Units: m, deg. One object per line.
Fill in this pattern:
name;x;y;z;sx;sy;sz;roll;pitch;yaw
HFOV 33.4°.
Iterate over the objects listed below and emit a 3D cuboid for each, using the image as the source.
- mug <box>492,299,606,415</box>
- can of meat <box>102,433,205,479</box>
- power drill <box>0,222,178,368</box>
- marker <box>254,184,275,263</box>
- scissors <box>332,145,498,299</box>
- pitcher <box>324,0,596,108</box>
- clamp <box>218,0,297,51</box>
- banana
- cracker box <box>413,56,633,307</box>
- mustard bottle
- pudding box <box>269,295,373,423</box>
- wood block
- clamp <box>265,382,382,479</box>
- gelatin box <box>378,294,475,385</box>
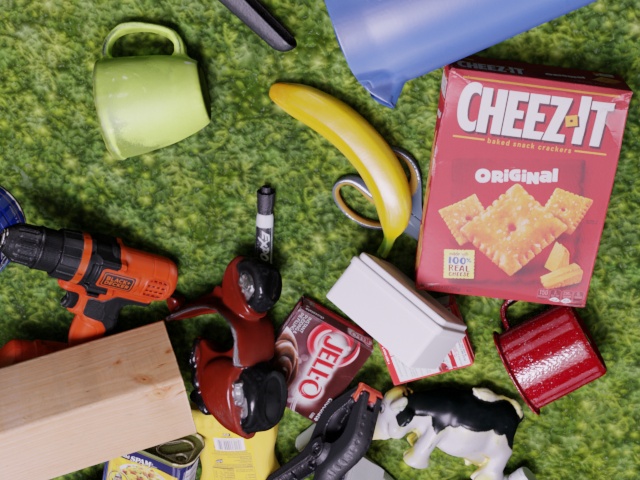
mug;0.223;0.102;1.055;0.081;0.093;0.117;-30;71;14
can of meat;-0.180;0.239;1.134;0.102;0.057;0.084;20;119;12
power drill;-0.260;0.071;1.083;0.184;0.057;0.188;17;122;-29
marker;-0.057;0.001;1.076;0.020;0.020;0.121;6;115;5
scissors;0.110;-0.022;1.045;0.201;0.016;0.096;26;115;-5
pitcher;0.122;-0.230;0.897;0.243;0.145;0.149;-19;123;11
clamp;-0.108;-0.253;0.956;0.210;0.036;0.164;4;114;8
banana;0.030;-0.078;1.004;0.070;0.037;0.198;-33;94;13
cracker box;0.181;-0.052;0.983;0.164;0.072;0.214;7;112;1
mustard bottle;-0.087;0.260;1.176;0.096;0.058;0.191;-2;114;10
pudding box;-0.010;0.125;1.115;0.090;0.039;0.114;30;115;-8
wood block;-0.240;0.166;1.072;0.206;0.090;0.091;-17;133;-10
clamp;0.009;0.227;1.079;0.039;0.120;0.171;26;106;-35
gelatin box;0.106;0.101;1.094;0.089;0.030;0.073;-17;110;14
